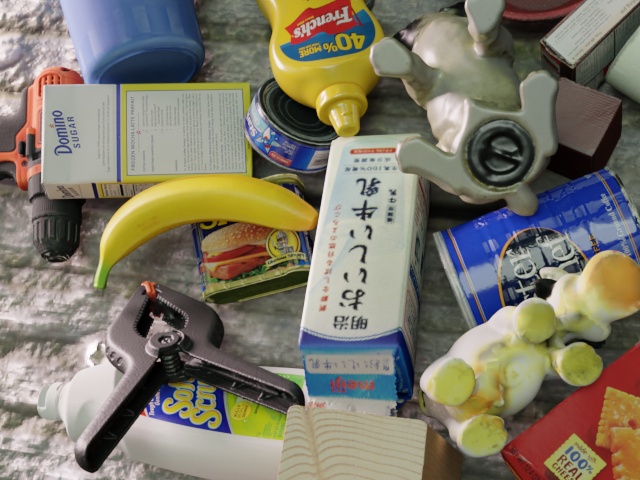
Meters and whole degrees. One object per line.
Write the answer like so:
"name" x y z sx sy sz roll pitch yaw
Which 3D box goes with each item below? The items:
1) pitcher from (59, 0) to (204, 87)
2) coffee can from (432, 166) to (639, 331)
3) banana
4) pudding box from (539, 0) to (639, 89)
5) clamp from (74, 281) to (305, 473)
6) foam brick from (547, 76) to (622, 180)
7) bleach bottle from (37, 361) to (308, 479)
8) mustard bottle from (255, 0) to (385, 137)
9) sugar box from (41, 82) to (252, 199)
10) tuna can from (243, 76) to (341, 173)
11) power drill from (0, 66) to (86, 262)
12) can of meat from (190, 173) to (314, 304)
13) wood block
"pitcher" -0.172 -0.256 0.957 0.149 0.144 0.243 -32 68 42
"coffee can" 0.167 0.017 0.798 0.140 0.102 0.103 -22 70 7
"banana" -0.099 -0.018 0.852 0.198 0.037 0.069 -16 94 17
"pudding box" 0.226 -0.167 0.846 0.113 0.090 0.039 -45 70 -2
"clamp" -0.123 0.095 0.818 0.164 0.036 0.210 -16 31 -18
"foam brick" 0.201 -0.084 0.834 0.053 0.078 0.051 27 83 20
"bleach bottle" -0.108 0.142 0.840 0.251 0.068 0.102 2 41 16
"mustard bottle" 0.003 -0.166 0.883 0.096 0.058 0.191 -11 61 -5
"sugar box" -0.146 -0.085 0.913 0.176 0.048 0.093 -2 71 -4
"tuna can" -0.019 -0.098 0.890 0.086 0.034 0.086 15 45 -16
"power drill" -0.299 -0.060 0.964 0.188 0.057 0.184 -7 68 9
"can of meat" -0.056 0.001 0.884 0.102 0.057 0.084 -15 74 10
"wood block" 0.039 0.175 0.728 0.090 0.206 0.091 5 75 15
